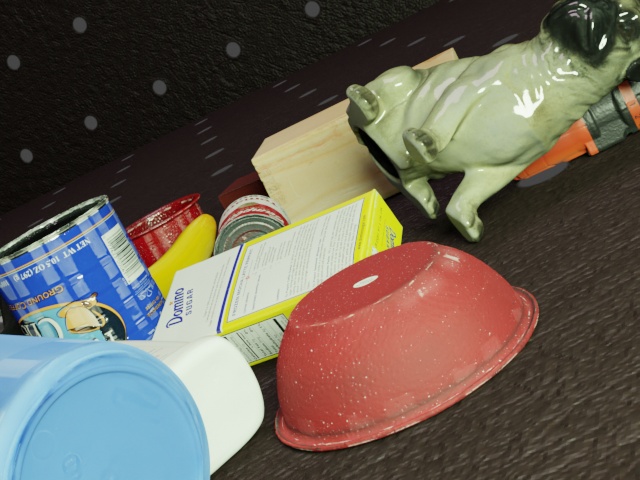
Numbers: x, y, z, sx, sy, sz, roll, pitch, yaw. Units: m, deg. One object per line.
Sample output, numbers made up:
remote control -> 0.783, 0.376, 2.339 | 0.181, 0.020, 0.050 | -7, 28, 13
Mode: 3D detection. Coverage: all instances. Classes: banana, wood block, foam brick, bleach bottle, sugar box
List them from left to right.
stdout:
bleach bottle -> -0.149, 0.099, 0.668 | 0.102, 0.068, 0.251 | -39, 23, -33
banana -> -0.151, 0.032, 0.895 | 0.197, 0.069, 0.037 | -22, -1, -43
foam brick -> -0.060, -0.047, 1.149 | 0.078, 0.051, 0.052 | -20, 16, 33
sugar box -> -0.031, 0.036, 0.738 | 0.176, 0.048, 0.093 | -24, 33, 28
wood block -> 0.051, -0.091, 1.007 | 0.206, 0.090, 0.090 | -24, 13, 13

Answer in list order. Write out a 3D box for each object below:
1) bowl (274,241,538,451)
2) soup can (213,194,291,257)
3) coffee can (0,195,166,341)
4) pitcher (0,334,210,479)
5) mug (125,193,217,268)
bowl -> 0.035, 0.046, 0.587 | 0.162, 0.055, 0.162 | -26, 13, 6
soup can -> -0.056, 0.001, 0.920 | 0.068, 0.068, 0.102 | -27, 12, 3
coffee can -> -0.168, 0.052, 0.787 | 0.103, 0.140, 0.103 | -26, 13, 6
pitcher -> -0.168, 0.112, 0.493 | 0.243, 0.149, 0.144 | -7, 10, 44
mug -> -0.140, 0.013, 1.013 | 0.093, 0.081, 0.117 | -32, 14, -17
